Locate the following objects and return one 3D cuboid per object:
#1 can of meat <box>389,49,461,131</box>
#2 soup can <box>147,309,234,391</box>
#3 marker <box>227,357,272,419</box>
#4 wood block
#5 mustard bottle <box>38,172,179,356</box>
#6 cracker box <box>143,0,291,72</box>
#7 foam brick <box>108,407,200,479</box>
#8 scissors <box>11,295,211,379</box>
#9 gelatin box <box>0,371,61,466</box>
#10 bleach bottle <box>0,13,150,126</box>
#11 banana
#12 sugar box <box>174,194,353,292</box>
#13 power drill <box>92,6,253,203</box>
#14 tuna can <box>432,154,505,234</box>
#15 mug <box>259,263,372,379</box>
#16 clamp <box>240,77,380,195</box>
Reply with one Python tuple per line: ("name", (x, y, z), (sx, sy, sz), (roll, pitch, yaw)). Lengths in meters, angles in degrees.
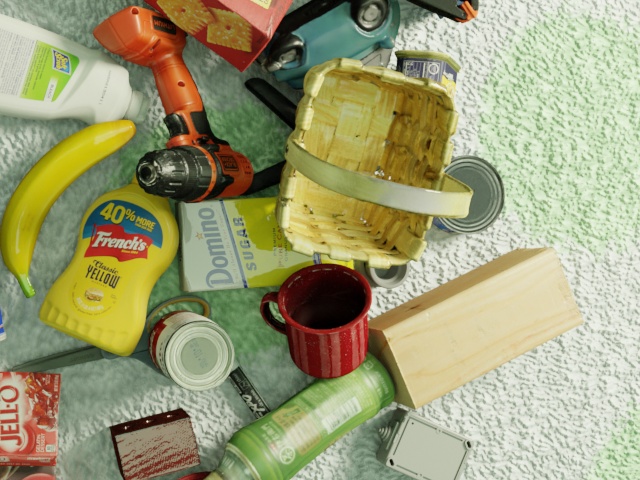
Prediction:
("can of meat", (0.108, -0.147, 1.109), (0.057, 0.102, 0.084), (6, 91, 17))
("soup can", (-0.125, 0.105, 1.024), (0.068, 0.102, 0.068), (-1, 92, -17))
("marker", (-0.066, 0.169, 1.101), (0.020, 0.020, 0.121), (-36, 99, -13))
("wood block", (0.157, 0.089, 1.127), (0.206, 0.091, 0.090), (-24, 96, -14))
("mustard bottle", (-0.192, 0.009, 1.040), (0.096, 0.058, 0.191), (21, 79, 10))
("cracker box", (-0.117, -0.289, 1.026), (0.213, 0.072, 0.164), (35, 51, -13))
("foam brick", (-0.164, 0.203, 1.056), (0.078, 0.053, 0.051), (-12, 93, -16))
("scissors", (-0.194, 0.123, 1.067), (0.201, 0.016, 0.096), (-27, 97, -14))
("gelatin box", (-0.285, 0.169, 1.012), (0.073, 0.030, 0.089), (4, 55, -14))
("bleach bottle", (-0.288, -0.156, 1.018), (0.250, 0.068, 0.102), (18, 91, -18))
("banana", (-0.255, -0.044, 1.027), (0.069, 0.037, 0.198), (32, 95, -8))
("sugar box", (-0.057, 0.002, 1.090), (0.176, 0.048, 0.093), (-4, 91, -17))
("power drill", (-0.144, -0.123, 1.001), (0.057, 0.184, 0.188), (-25, 84, 18))
("tuna can", (0.154, -0.049, 1.155), (0.086, 0.034, 0.086), (0, 90, -16))
("mug", (-0.005, 0.081, 1.065), (0.117, 0.081, 0.093), (10, 46, 15))
("clamp", (-0.013, -0.088, 1.108), (0.171, 0.039, 0.120), (17, 96, -12))
